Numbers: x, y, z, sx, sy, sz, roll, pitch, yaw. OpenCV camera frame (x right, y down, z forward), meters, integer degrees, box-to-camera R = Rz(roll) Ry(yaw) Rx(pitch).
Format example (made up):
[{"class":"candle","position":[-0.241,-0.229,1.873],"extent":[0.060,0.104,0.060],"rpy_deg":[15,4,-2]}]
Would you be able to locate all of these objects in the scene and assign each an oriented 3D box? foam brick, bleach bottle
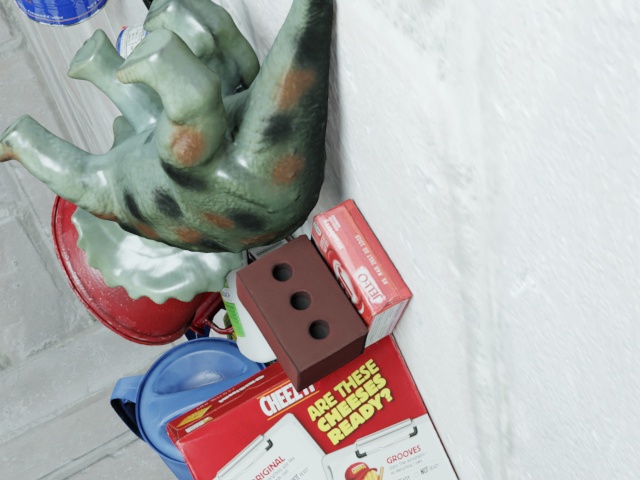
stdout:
[{"class":"foam brick","position":[-0.012,0.046,0.671],"extent":[0.078,0.053,0.051],"rpy_deg":[56,167,19]},{"class":"bleach bottle","position":[-0.085,-0.018,0.962],"extent":[0.251,0.068,0.103],"rpy_deg":[67,168,-8]}]

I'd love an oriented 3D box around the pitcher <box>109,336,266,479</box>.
[{"class":"pitcher","position":[-0.109,0.210,1.110],"extent":[0.149,0.145,0.243],"rpy_deg":[52,165,31]}]

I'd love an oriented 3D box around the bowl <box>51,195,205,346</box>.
[{"class":"bowl","position":[-0.139,0.002,0.872],"extent":[0.162,0.055,0.162],"rpy_deg":[38,-144,-36]}]

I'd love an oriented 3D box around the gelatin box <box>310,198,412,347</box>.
[{"class":"gelatin box","position":[0.022,0.023,0.680],"extent":[0.073,0.030,0.089],"rpy_deg":[59,167,15]}]

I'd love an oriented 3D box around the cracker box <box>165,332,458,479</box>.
[{"class":"cracker box","position":[0.012,0.186,0.751],"extent":[0.213,0.164,0.072],"rpy_deg":[64,166,-9]}]
